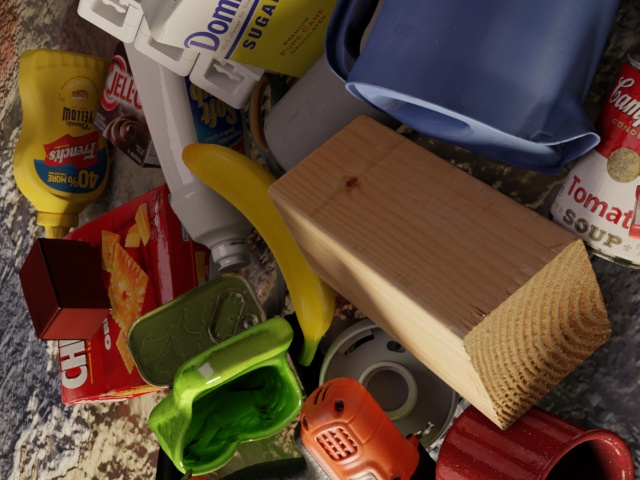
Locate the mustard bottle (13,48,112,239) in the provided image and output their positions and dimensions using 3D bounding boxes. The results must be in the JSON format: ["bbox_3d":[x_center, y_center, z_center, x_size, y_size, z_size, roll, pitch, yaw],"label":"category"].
[{"bbox_3d":[-0.256,-0.089,1.062,0.058,0.096,0.191,7,92,48],"label":"mustard bottle"}]

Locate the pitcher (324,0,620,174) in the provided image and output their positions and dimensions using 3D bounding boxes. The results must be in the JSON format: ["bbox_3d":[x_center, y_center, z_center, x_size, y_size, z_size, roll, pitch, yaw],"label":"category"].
[{"bbox_3d":[0.109,-0.172,0.612,0.145,0.149,0.243,-155,87,-81],"label":"pitcher"}]

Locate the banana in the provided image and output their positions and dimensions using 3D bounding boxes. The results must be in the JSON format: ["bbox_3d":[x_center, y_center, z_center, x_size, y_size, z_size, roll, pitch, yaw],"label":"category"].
[{"bbox_3d":[-0.039,-0.006,0.798,0.070,0.037,0.198,-36,73,19],"label":"banana"}]

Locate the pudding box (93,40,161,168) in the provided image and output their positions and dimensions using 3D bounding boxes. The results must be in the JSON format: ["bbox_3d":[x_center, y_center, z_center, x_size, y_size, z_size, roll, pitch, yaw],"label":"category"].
[{"bbox_3d":[-0.167,-0.128,1.007,0.114,0.039,0.090,36,113,43],"label":"pudding box"}]

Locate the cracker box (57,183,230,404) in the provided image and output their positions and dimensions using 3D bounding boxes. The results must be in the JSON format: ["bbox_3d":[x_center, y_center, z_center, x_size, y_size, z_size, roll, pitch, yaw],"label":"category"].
[{"bbox_3d":[-0.167,0.055,0.971,0.214,0.071,0.164,-20,72,46],"label":"cracker box"}]

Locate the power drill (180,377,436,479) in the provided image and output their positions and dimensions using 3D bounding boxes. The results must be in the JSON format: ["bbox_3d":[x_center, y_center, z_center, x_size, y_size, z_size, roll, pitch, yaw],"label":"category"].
[{"bbox_3d":[0.002,0.190,0.704,0.188,0.057,0.184,-29,106,27],"label":"power drill"}]

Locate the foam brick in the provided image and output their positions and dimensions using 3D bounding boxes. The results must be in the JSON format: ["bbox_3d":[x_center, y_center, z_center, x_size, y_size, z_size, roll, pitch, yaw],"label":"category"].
[{"bbox_3d":[-0.228,0.044,0.949,0.053,0.051,0.078,-50,52,37],"label":"foam brick"}]

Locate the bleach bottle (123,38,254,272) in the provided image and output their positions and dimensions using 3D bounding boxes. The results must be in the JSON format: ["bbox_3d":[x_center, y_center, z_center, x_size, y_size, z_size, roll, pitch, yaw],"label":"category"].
[{"bbox_3d":[-0.099,-0.096,0.901,0.068,0.102,0.251,-25,76,35],"label":"bleach bottle"}]

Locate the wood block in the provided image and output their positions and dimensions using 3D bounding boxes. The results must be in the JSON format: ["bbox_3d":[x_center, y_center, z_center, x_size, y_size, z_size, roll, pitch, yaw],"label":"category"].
[{"bbox_3d":[0.068,0.010,0.662,0.090,0.090,0.206,-39,41,-11],"label":"wood block"}]

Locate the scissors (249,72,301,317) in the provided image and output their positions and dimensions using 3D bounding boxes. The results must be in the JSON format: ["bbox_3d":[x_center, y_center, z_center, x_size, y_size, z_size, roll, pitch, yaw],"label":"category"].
[{"bbox_3d":[-0.019,-0.048,0.855,0.096,0.016,0.202,-25,69,44],"label":"scissors"}]

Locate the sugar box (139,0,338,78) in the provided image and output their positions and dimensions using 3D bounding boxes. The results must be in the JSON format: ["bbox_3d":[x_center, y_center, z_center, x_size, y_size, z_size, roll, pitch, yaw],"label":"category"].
[{"bbox_3d":[-0.028,-0.164,0.752,0.093,0.175,0.048,-43,57,37],"label":"sugar box"}]

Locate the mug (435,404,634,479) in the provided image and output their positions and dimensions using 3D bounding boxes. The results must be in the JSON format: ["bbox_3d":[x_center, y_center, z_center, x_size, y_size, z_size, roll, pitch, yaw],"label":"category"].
[{"bbox_3d":[0.127,0.151,0.636,0.082,0.093,0.117,22,140,52],"label":"mug"}]

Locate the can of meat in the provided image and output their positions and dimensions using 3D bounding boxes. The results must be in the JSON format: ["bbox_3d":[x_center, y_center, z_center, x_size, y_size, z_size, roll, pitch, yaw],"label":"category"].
[{"bbox_3d":[-0.089,0.074,0.819,0.102,0.084,0.057,-28,77,-3],"label":"can of meat"}]
